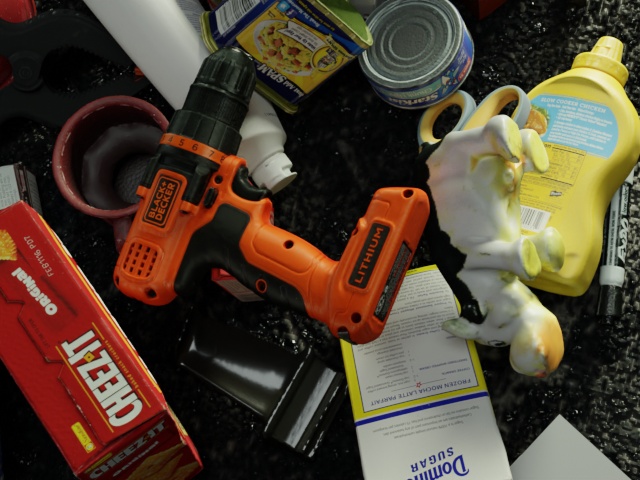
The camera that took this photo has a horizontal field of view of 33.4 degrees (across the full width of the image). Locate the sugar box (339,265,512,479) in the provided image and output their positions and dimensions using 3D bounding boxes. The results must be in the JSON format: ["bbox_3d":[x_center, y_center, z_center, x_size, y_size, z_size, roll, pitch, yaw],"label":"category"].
[{"bbox_3d":[0.067,0.103,0.727,0.093,0.048,0.176,-14,53,6],"label":"sugar box"}]

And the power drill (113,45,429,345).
[{"bbox_3d":[-0.028,-0.024,0.700,0.188,0.057,0.184,19,85,20],"label":"power drill"}]

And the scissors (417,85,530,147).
[{"bbox_3d":[0.073,-0.040,0.783,0.201,0.016,0.096,-48,39,-3],"label":"scissors"}]

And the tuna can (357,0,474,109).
[{"bbox_3d":[0.072,-0.146,0.813,0.086,0.033,0.086,-8,68,20],"label":"tuna can"}]

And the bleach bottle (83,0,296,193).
[{"bbox_3d":[-0.105,-0.141,0.805,0.068,0.102,0.251,-39,82,19],"label":"bleach bottle"}]

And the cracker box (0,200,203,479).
[{"bbox_3d":[-0.156,0.088,0.707,0.072,0.214,0.164,-35,73,-13],"label":"cracker box"}]

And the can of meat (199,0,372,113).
[{"bbox_3d":[-0.024,-0.155,0.791,0.084,0.102,0.057,-36,44,24],"label":"can of meat"}]

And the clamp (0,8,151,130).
[{"bbox_3d":[-0.235,-0.124,0.840,0.209,0.036,0.165,5,106,-10],"label":"clamp"}]

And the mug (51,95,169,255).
[{"bbox_3d":[-0.142,-0.040,0.804,0.093,0.081,0.117,-9,75,6],"label":"mug"}]

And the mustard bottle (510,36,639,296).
[{"bbox_3d":[0.177,-0.061,0.773,0.096,0.058,0.191,17,78,35],"label":"mustard bottle"}]

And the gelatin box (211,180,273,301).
[{"bbox_3d":[-0.055,0.001,0.778,0.030,0.089,0.073,-4,76,9],"label":"gelatin box"}]
